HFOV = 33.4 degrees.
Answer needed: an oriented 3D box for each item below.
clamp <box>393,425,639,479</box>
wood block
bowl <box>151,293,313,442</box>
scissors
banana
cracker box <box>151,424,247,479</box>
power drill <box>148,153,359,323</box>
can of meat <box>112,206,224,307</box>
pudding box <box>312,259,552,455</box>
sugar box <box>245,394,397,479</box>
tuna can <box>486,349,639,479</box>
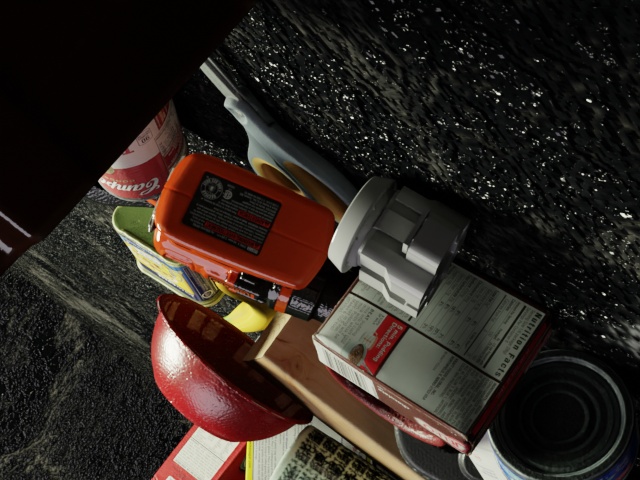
[{"bbox_3d":[0.129,0.154,0.771,0.210,0.165,0.036,58,-169,1],"label":"clamp"},{"bbox_3d":[0.051,0.121,0.845,0.206,0.090,0.090,38,165,-6],"label":"wood block"},{"bbox_3d":[-0.084,0.115,0.878,0.162,0.055,0.162,38,-173,-6],"label":"bowl"},{"bbox_3d":[-0.047,-0.073,0.628,0.201,0.016,0.096,43,164,-22],"label":"scissors"},{"bbox_3d":[-0.061,0.054,0.952,0.198,0.069,0.037,107,140,-70],"label":"banana"},{"bbox_3d":[-0.057,0.204,1.098,0.072,0.213,0.164,29,163,32],"label":"cracker box"},{"bbox_3d":[-0.032,0.011,0.706,0.184,0.057,0.188,21,169,3],"label":"power drill"},{"bbox_3d":[-0.134,0.005,0.977,0.102,0.057,0.084,30,162,25],"label":"can of meat"},{"bbox_3d":[0.065,0.057,0.624,0.114,0.090,0.039,31,162,23],"label":"pudding box"},{"bbox_3d":[0.025,0.183,0.932,0.176,0.093,0.048,1,172,7],"label":"sugar box"},{"bbox_3d":[0.139,0.107,0.616,0.086,0.086,0.033,27,161,31],"label":"tuna can"}]
